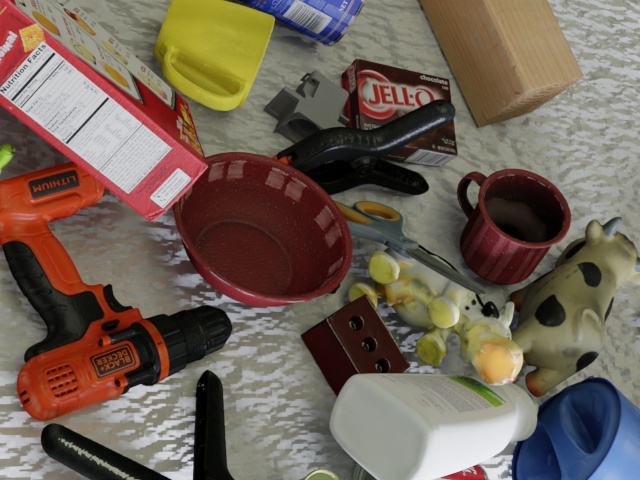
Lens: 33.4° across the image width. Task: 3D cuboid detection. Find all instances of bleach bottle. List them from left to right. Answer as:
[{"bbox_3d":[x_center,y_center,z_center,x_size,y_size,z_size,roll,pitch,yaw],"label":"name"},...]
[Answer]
[{"bbox_3d":[0.122,0.156,0.922,0.103,0.068,0.250,34,18,36],"label":"bleach bottle"}]

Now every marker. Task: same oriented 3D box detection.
[{"bbox_3d":[-0.035,0.040,0.944,0.120,0.020,0.020,-1,71,-30],"label":"marker"}]

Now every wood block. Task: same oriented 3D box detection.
[{"bbox_3d":[0.181,-0.238,1.140,0.090,0.091,0.206,-18,81,-34],"label":"wood block"}]

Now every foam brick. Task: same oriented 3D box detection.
[{"bbox_3d":[0.031,0.098,0.939,0.052,0.051,0.078,-31,88,-35],"label":"foam brick"}]

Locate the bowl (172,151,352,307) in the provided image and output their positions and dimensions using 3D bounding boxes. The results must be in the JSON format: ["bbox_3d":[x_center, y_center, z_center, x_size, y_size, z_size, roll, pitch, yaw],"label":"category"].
[{"bbox_3d":[-0.056,0.001,0.910,0.162,0.055,0.162,16,46,-17],"label":"bowl"}]

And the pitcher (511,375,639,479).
[{"bbox_3d":[0.304,0.252,0.992,0.242,0.145,0.149,37,89,-16],"label":"pitcher"}]

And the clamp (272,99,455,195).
[{"bbox_3d":[0.043,-0.083,0.984,0.171,0.120,0.039,-5,47,-26],"label":"clamp"}]

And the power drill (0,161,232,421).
[{"bbox_3d":[-0.175,0.030,0.843,0.184,0.057,0.188,-19,80,-38],"label":"power drill"}]

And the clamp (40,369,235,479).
[{"bbox_3d":[-0.087,0.190,0.798,0.210,0.036,0.164,46,40,17],"label":"clamp"}]

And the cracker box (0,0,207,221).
[{"bbox_3d":[-0.192,-0.125,0.813,0.213,0.072,0.164,40,11,-25],"label":"cracker box"}]

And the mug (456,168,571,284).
[{"bbox_3d":[0.178,-0.018,1.047,0.093,0.082,0.117,-35,70,-31],"label":"mug"}]

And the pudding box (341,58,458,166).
[{"bbox_3d":[0.078,-0.126,1.066,0.113,0.039,0.090,9,66,-28],"label":"pudding box"}]

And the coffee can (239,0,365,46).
[{"bbox_3d":[-0.031,-0.262,1.018,0.140,0.103,0.102,24,60,-21],"label":"coffee can"}]

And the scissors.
[{"bbox_3d":[0.081,0.000,0.957,0.202,0.016,0.096,25,23,30],"label":"scissors"}]
